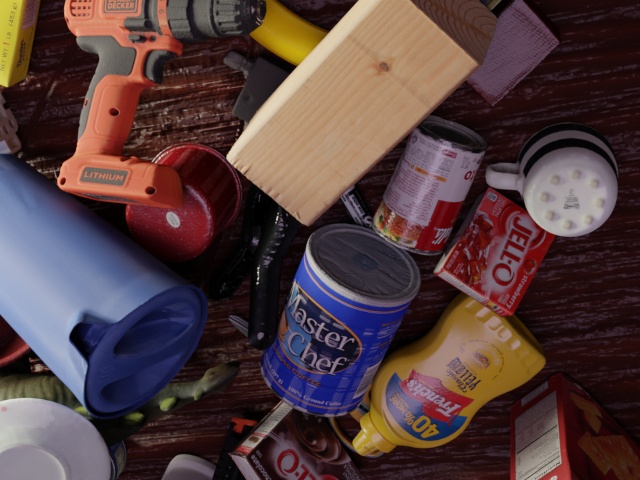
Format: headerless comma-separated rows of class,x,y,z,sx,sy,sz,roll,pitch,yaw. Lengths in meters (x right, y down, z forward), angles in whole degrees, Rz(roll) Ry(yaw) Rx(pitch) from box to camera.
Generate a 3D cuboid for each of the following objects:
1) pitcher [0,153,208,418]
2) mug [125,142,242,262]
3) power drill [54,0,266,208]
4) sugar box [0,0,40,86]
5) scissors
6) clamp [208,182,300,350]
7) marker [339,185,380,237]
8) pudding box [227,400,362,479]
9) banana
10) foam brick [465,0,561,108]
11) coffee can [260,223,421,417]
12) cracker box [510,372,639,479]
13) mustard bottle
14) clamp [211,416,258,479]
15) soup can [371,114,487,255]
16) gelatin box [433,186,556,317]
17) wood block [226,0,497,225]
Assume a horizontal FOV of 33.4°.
pitcher,-0.218,0.032,0.923,0.243,0.144,0.149,37,142,25
mug,-0.129,-0.022,0.950,0.093,0.081,0.117,33,113,-4
power drill,-0.137,-0.123,0.876,0.185,0.057,0.187,5,82,26
sugar box,-0.337,-0.208,0.932,0.176,0.048,0.093,19,114,1
scissors,0.010,0.124,1.021,0.096,0.016,0.201,-35,103,19
clamp,-0.056,0.001,0.954,0.039,0.120,0.171,12,96,-37
marker,0.046,-0.007,0.960,0.020,0.020,0.121,-27,105,18
pudding box,-0.022,0.217,1.021,0.039,0.089,0.113,-10,118,54
banana,-0.007,-0.178,0.894,0.198,0.037,0.069,18,96,1
foam brick,0.149,-0.157,0.864,0.051,0.053,0.078,43,113,-8
coffee can,0.016,0.070,0.939,0.103,0.102,0.140,23,124,0
cracker box,0.242,0.231,0.915,0.164,0.213,0.072,44,112,-9
mustard bottle,0.104,0.133,0.974,0.192,0.058,0.096,-42,100,15
clamp,-0.083,0.279,1.038,0.036,0.164,0.210,6,104,25
soup can,0.092,-0.048,0.909,0.068,0.068,0.102,21,113,1
gelatin box,0.152,0.010,0.918,0.073,0.030,0.089,33,75,-3
wood block,0.030,-0.117,0.834,0.090,0.090,0.206,40,126,-11
